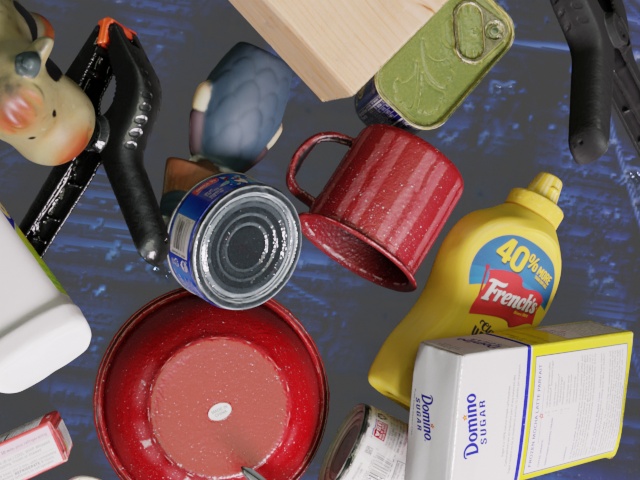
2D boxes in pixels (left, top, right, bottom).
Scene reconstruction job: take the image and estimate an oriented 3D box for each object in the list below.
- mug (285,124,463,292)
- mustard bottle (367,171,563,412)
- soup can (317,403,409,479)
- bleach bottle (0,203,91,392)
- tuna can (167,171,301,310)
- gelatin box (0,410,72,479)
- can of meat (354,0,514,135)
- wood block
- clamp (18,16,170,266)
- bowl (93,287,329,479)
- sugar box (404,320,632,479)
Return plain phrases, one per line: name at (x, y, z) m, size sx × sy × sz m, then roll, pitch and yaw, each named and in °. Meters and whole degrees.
mug at (0.033, -0.030, 0.718) m, size 0.117 × 0.093 × 0.081 m, roll 31°, pitch 76°, yaw 4°
mustard bottle at (0.115, 0.037, 0.736) m, size 0.096 × 0.058 × 0.191 m, roll 36°, pitch 79°, yaw -30°
soup can at (0.058, 0.161, 0.717) m, size 0.102 × 0.068 × 0.068 m, roll 28°, pitch 82°, yaw -7°
bleach bottle at (-0.233, -0.030, 0.647) m, size 0.068 × 0.103 × 0.251 m, roll -33°, pitch 81°, yaw -13°
tuna can at (-0.055, 0.001, 0.687) m, size 0.085 × 0.034 × 0.086 m, roll -13°, pitch 113°, yaw -34°
gelatin box at (-0.202, 0.141, 0.667) m, size 0.089 × 0.073 × 0.030 m, roll -25°, pitch 91°, yaw -11°
can of meat at (0.074, -0.117, 0.730) m, size 0.057 × 0.084 × 0.102 m, roll 42°, pitch 80°, yaw -5°
wood block at (-0.029, -0.192, 0.653) m, size 0.091 × 0.090 × 0.206 m, roll -45°, pitch 102°, yaw -5°
clamp at (-0.151, -0.058, 0.698) m, size 0.120 × 0.039 × 0.171 m, roll -8°, pitch 71°, yaw 20°
bowl at (-0.069, 0.108, 0.704) m, size 0.162 × 0.055 × 0.162 m, roll 1°, pitch 86°, yaw -10°
sugar box at (0.133, 0.106, 0.699) m, size 0.175 × 0.048 × 0.093 m, roll 0°, pitch 99°, yaw -38°
